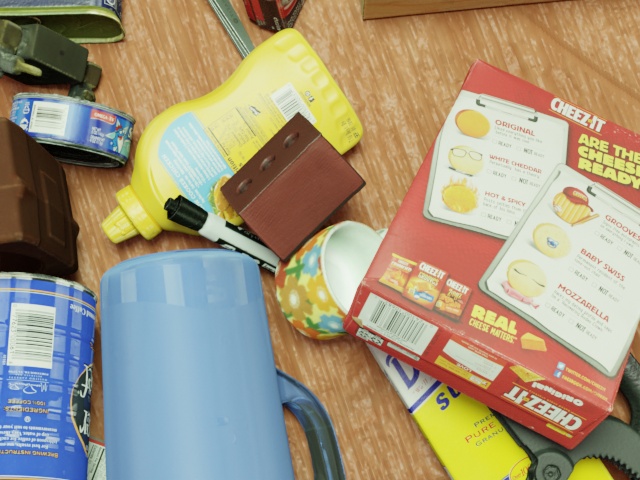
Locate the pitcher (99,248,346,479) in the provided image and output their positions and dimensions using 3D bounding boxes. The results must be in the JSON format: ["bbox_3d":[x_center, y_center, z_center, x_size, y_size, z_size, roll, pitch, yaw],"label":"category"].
[{"bbox_3d":[-0.072,0.133,0.705,0.145,0.149,0.243,-10,78,15],"label":"pitcher"}]

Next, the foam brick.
[{"bbox_3d":[-0.020,-0.037,0.716,0.078,0.053,0.051,-44,121,3],"label":"foam brick"}]

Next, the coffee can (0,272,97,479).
[{"bbox_3d":[-0.199,0.102,0.689,0.103,0.103,0.140,-2,70,1],"label":"coffee can"}]

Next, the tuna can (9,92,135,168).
[{"bbox_3d":[-0.175,-0.076,0.748,0.086,0.086,0.034,8,84,3],"label":"tuna can"}]

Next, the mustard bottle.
[{"bbox_3d":[-0.072,-0.059,0.755,0.191,0.058,0.096,-35,102,-3],"label":"mustard bottle"}]

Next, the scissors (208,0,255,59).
[{"bbox_3d":[-0.106,-0.204,0.777,0.096,0.016,0.202,-12,79,-39],"label":"scissors"}]

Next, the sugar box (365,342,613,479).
[{"bbox_3d":[0.113,0.115,0.733,0.093,0.048,0.176,-33,84,-3],"label":"sugar box"}]

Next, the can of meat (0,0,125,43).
[{"bbox_3d":[-0.195,-0.193,0.780,0.102,0.057,0.084,-1,80,1],"label":"can of meat"}]

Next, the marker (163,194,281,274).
[{"bbox_3d":[-0.055,0.001,0.738,0.121,0.020,0.020,29,83,-26],"label":"marker"}]

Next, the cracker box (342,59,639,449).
[{"bbox_3d":[0.131,0.003,0.695,0.164,0.072,0.213,27,55,4],"label":"cracker box"}]
